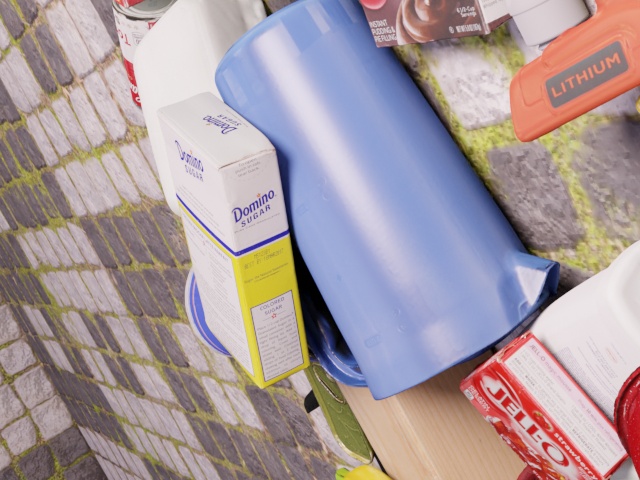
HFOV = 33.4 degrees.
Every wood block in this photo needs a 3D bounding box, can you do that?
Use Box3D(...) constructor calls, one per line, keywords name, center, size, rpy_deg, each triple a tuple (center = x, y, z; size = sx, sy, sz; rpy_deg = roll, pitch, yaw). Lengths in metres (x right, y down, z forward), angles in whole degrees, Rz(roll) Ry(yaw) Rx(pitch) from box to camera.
Box3D(name="wood block", center=(0.106, 0.163, 0.809), size=(0.206, 0.090, 0.090), rpy_deg=(61, 157, -7))

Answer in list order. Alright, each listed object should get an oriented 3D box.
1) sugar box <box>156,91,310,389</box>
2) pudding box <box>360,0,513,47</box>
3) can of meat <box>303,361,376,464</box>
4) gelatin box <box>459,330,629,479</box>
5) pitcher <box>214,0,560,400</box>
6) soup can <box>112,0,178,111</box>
Box3D(name="sugar box", center=(-0.054, 0.001, 0.695), size=(0.093, 0.048, 0.176), rpy_deg=(42, 146, 46))
Box3D(name="pudding box", center=(0.057, -0.157, 0.588), size=(0.114, 0.039, 0.090), rpy_deg=(9, 126, 59))
Box3D(name="can of meat", center=(0.044, 0.117, 0.881), size=(0.058, 0.083, 0.102), rpy_deg=(11, 128, 59))
Box3D(name="gelatin box", center=(0.127, 0.102, 0.616), size=(0.089, 0.030, 0.073), rpy_deg=(49, 159, 8))
Box3D(name="pitcher", center=(0.027, -0.026, 0.687), size=(0.243, 0.149, 0.145), rpy_deg=(60, 175, 5))
Box3D(name="soup can", center=(-0.136, -0.166, 0.909), size=(0.069, 0.068, 0.102), rpy_deg=(41, 151, 34))
